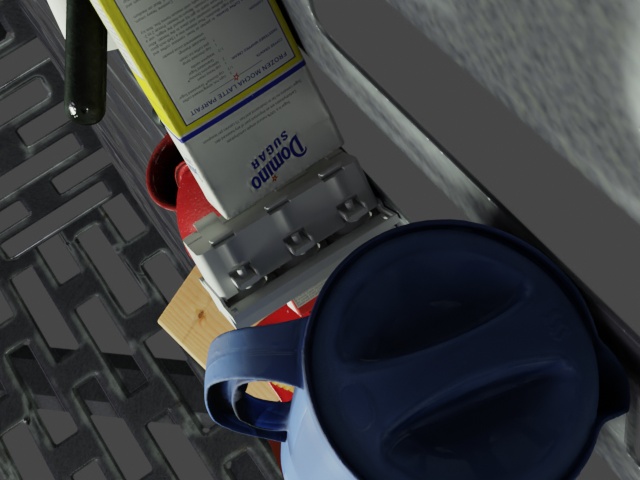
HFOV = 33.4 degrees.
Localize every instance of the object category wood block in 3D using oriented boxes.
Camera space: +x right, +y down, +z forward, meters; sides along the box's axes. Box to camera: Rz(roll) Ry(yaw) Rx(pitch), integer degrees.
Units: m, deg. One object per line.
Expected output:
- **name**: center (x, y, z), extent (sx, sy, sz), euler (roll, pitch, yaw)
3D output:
- **wood block**: center (-0.063, 0.109, 1.079), extent (0.090, 0.091, 0.206), euler (33, -178, -46)

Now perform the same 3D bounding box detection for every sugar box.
- **sugar box**: center (-0.063, -0.108, 0.634), extent (0.048, 0.093, 0.176), euler (44, 165, 53)

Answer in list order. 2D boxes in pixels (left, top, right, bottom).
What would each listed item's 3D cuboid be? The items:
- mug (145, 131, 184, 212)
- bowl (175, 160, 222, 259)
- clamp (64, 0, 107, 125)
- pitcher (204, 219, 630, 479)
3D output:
- **mug**: center (-0.110, -0.061, 1.010), extent (0.117, 0.093, 0.081), euler (48, -178, 34)
- **bowl**: center (-0.056, 0.001, 0.855), extent (0.162, 0.055, 0.162), euler (22, 158, 9)
- **clamp**: center (-0.143, -0.196, 0.661), extent (0.164, 0.036, 0.210), euler (-114, 28, -61)
- **pitcher**: center (0.033, 0.091, 0.555), extent (0.149, 0.144, 0.243), euler (47, 160, 10)
